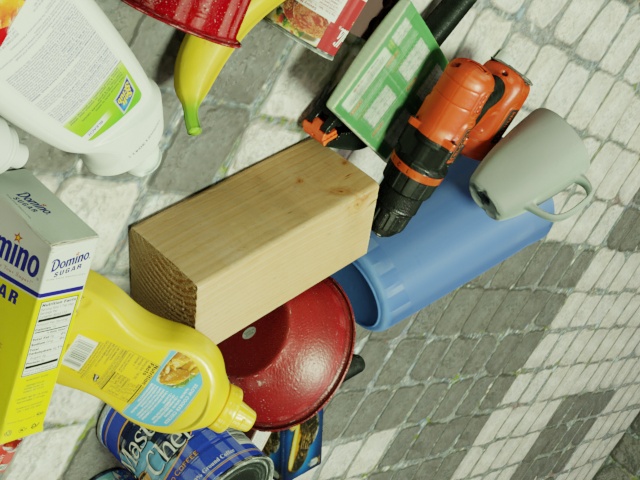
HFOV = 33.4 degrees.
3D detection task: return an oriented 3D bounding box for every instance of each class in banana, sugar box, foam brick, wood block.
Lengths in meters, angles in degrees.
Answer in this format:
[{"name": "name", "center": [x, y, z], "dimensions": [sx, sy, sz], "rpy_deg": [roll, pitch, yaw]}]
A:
[{"name": "banana", "center": [-0.045, -0.167, 0.777], "dimensions": [0.198, 0.070, 0.037], "rpy_deg": [-47, 167, 7]}, {"name": "sugar box", "center": [-0.219, 0.048, 0.757], "dimensions": [0.048, 0.093, 0.176], "rpy_deg": [-15, 134, -47]}, {"name": "foam brick", "center": [0.038, -0.207, 0.872], "dimensions": [0.052, 0.051, 0.078], "rpy_deg": [10, 115, -57]}, {"name": "wood block", "center": [-0.057, 0.001, 0.933], "dimensions": [0.205, 0.090, 0.091], "rpy_deg": [-30, 145, -33]}]

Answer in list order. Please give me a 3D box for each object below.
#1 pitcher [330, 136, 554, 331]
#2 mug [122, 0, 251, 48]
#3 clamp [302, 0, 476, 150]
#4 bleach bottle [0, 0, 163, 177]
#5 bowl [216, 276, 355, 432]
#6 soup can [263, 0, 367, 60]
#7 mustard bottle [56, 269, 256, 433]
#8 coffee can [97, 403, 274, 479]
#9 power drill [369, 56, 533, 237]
[{"name": "pitcher", "center": [0.120, -0.001, 1.153], "dimensions": [0.242, 0.145, 0.149], "rpy_deg": [-31, 131, -26]}, {"name": "mug", "center": [-0.078, -0.185, 0.712], "dimensions": [0.117, 0.093, 0.081], "rpy_deg": [-61, 176, -76]}, {"name": "clamp", "center": [0.067, -0.135, 1.008], "dimensions": [0.209, 0.036, 0.164], "rpy_deg": [-37, 149, -27]}, {"name": "bleach bottle", "center": [-0.171, -0.103, 0.689], "dimensions": [0.102, 0.068, 0.250], "rpy_deg": [-47, 153, -7]}, {"name": "bowl", "center": [-0.050, 0.091, 0.980], "dimensions": [0.162, 0.162, 0.055], "rpy_deg": [-53, 139, 2]}, {"name": "soup can", "center": [0.006, -0.200, 0.819], "dimensions": [0.068, 0.069, 0.102], "rpy_deg": [12, 113, -58]}, {"name": "mustard bottle", "center": [-0.135, 0.103, 0.852], "dimensions": [0.191, 0.058, 0.096], "rpy_deg": [31, 115, -17]}, {"name": "coffee can", "center": [-0.127, 0.198, 1.000], "dimensions": [0.102, 0.140, 0.103], "rpy_deg": [-34, 147, -27]}, {"name": "power drill", "center": [0.124, -0.096, 1.010], "dimensions": [0.185, 0.057, 0.187], "rpy_deg": [-58, 168, 28]}]
